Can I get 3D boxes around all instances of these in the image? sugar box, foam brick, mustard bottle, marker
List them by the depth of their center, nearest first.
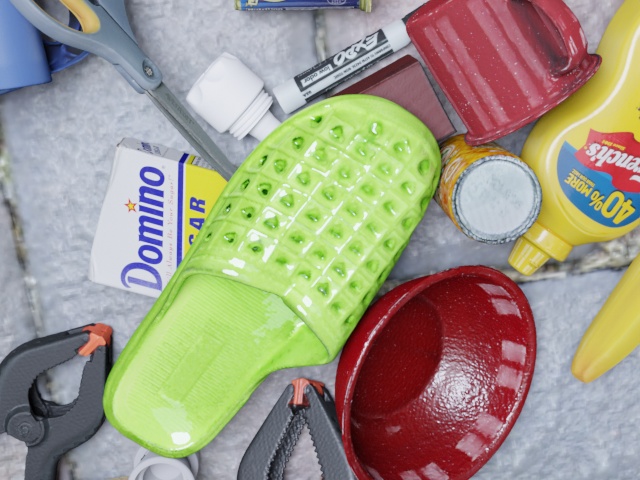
[{"bbox_3d":[0.037,-0.075,0.671,0.078,0.053,0.051,-28,104,5],"label":"foam brick"},{"bbox_3d":[0.026,-0.118,0.677,0.121,0.020,0.020,-29,104,5],"label":"marker"},{"bbox_3d":[0.183,-0.058,0.678,0.096,0.058,0.192,31,102,-23],"label":"mustard bottle"},{"bbox_3d":[-0.055,0.001,0.690,0.176,0.048,0.093,13,103,-7],"label":"sugar box"}]

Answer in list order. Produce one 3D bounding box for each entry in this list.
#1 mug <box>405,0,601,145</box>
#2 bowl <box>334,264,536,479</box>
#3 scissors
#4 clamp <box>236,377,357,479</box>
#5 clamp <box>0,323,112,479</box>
[{"bbox_3d":[0.107,-0.115,0.613,0.093,0.117,0.081,-38,103,-15],"label":"mug"},{"bbox_3d":[0.064,0.085,0.691,0.161,0.055,0.162,-14,115,-32],"label":"bowl"},{"bbox_3d":[-0.106,-0.115,0.625,0.016,0.096,0.201,-23,136,32],"label":"scissors"},{"bbox_3d":[-0.006,0.199,0.704,0.165,0.036,0.210,6,81,25],"label":"clamp"},{"bbox_3d":[-0.206,0.120,0.718,0.120,0.039,0.171,28,98,-14],"label":"clamp"}]
